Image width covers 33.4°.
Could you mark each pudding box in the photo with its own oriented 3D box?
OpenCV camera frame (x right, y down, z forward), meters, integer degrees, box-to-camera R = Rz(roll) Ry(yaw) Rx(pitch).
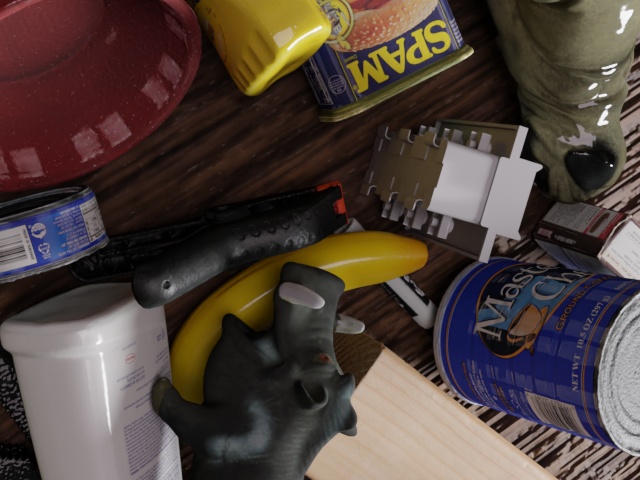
[{"bbox_3d":[0.209,0.022,0.722,0.113,0.090,0.039,37,87,-20],"label":"pudding box"}]

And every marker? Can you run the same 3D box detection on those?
[{"bbox_3d":[0.054,0.032,0.710,0.020,0.020,0.121,-46,110,-6],"label":"marker"}]

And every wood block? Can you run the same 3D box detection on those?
[{"bbox_3d":[0.073,0.150,0.698,0.206,0.091,0.090,38,86,-20],"label":"wood block"}]

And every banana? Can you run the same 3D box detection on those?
[{"bbox_3d":[-0.027,0.043,0.669,0.198,0.037,0.069,-37,117,1],"label":"banana"}]

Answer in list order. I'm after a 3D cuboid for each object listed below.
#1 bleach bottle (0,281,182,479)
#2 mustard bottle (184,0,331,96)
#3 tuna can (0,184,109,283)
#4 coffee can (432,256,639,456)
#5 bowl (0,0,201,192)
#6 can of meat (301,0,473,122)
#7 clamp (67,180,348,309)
[{"bbox_3d":[-0.119,0.156,0.626,0.068,0.102,0.251,-2,102,21],"label":"bleach bottle"},{"bbox_3d":[-0.072,-0.174,0.587,0.058,0.096,0.191,-36,93,-11],"label":"mustard bottle"},{"bbox_3d":[-0.164,-0.004,0.595,0.086,0.086,0.034,-18,103,-15],"label":"tuna can"},{"bbox_3d":[0.155,0.068,0.673,0.102,0.141,0.103,-5,98,-34],"label":"coffee can"},{"bbox_3d":[-0.147,-0.097,0.573,0.162,0.162,0.055,-27,67,-13],"label":"bowl"},{"bbox_3d":[0.031,-0.132,0.655,0.102,0.057,0.084,-28,105,-12],"label":"can of meat"},{"bbox_3d":[-0.054,0.001,0.619,0.171,0.120,0.039,-18,111,-19],"label":"clamp"}]
